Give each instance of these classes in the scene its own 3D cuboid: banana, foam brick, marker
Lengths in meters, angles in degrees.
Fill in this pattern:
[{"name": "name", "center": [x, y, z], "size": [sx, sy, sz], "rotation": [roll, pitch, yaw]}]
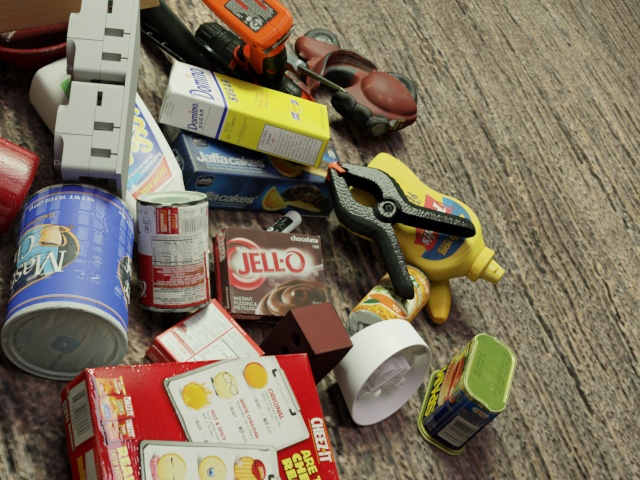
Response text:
[{"name": "banana", "center": [0.099, 0.008, 1.232], "size": [0.069, 0.037, 0.198], "rotation": [-29, 68, -24]}, {"name": "foam brick", "center": [-0.016, 0.104, 1.022], "size": [0.051, 0.078, 0.053], "rotation": [-6, 56, -41]}, {"name": "marker", "center": [-0.057, 0.001, 1.134], "size": [0.020, 0.020, 0.120], "rotation": [42, 40, 5]}]

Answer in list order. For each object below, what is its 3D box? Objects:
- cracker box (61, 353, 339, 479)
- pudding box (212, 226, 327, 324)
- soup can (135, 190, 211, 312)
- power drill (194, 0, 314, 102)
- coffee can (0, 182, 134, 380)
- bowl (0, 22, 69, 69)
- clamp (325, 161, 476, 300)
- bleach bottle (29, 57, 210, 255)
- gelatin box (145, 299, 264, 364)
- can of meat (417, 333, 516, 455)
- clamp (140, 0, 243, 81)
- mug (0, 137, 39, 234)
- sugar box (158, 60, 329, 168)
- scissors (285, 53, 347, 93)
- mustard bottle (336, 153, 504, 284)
[{"name": "cracker box", "center": [-0.094, 0.185, 0.876], "size": [0.213, 0.072, 0.164], "rotation": [1, 65, -37]}, {"name": "pudding box", "center": [-0.051, 0.037, 1.072], "size": [0.113, 0.039, 0.090], "rotation": [6, 68, -33]}, {"name": "soup can", "center": [-0.136, 0.009, 0.991], "size": [0.068, 0.102, 0.068], "rotation": [0, 12, 0]}, {"name": "power drill", "center": [-0.085, -0.226, 1.216], "size": [0.184, 0.187, 0.057], "rotation": [40, 77, 16]}, {"name": "coffee can", "center": [-0.215, 0.035, 0.924], "size": [0.102, 0.103, 0.140], "rotation": [17, 44, -23]}, {"name": "bowl", "center": [-0.293, -0.231, 1.129], "size": [0.162, 0.055, 0.162], "rotation": [-1, 50, 1]}, {"name": "clamp", "center": [0.081, -0.028, 1.142], "size": [0.120, 0.039, 0.171], "rotation": [-32, 74, -29]}, {"name": "bleach bottle", "center": [-0.188, -0.079, 1.079], "size": [0.102, 0.068, 0.251], "rotation": [-28, 73, -34]}, {"name": "gelatin box", "center": [-0.107, 0.105, 0.992], "size": [0.073, 0.030, 0.089], "rotation": [46, 42, 9]}, {"name": "can of meat", "center": [0.151, 0.155, 1.089], "size": [0.057, 0.084, 0.102], "rotation": [33, 40, -6]}, {"name": "clamp", "center": [-0.143, -0.208, 1.225], "size": [0.210, 0.036, 0.165], "rotation": [42, -5, -19]}, {"name": "mug", "center": [-0.309, -0.059, 0.969], "size": [0.081, 0.093, 0.117], "rotation": [26, 5, -20]}, {"name": "sugar box", "center": [-0.080, -0.136, 1.142], "size": [0.176, 0.048, 0.093], "rotation": [17, 26, -12]}, {"name": "scissors", "center": [-0.042, -0.220, 1.253], "size": [0.016, 0.202, 0.096], "rotation": [-44, 119, -12]}, {"name": "mustard bottle", "center": [0.120, -0.011, 1.189], "size": [0.192, 0.058, 0.096], "rotation": [34, 67, 9]}]
